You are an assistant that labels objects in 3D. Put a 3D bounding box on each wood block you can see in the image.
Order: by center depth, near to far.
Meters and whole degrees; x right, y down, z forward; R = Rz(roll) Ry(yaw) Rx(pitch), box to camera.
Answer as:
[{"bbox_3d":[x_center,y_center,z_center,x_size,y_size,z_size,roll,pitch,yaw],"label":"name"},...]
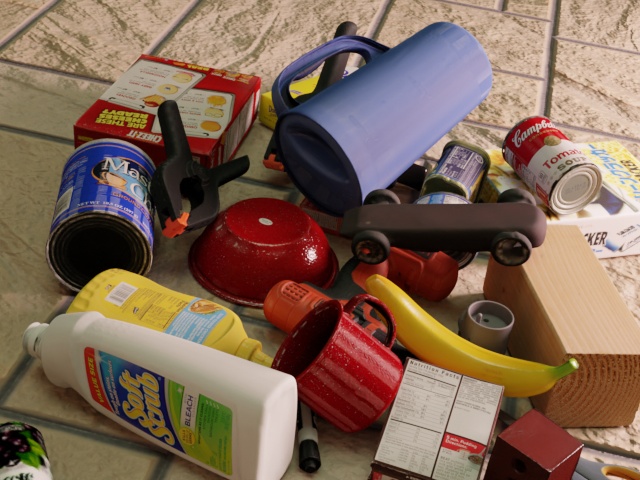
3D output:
[{"bbox_3d":[0.234,0.077,1.035,0.090,0.090,0.206,1,34,-11],"label":"wood block"}]

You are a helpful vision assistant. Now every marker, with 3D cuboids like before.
[{"bbox_3d":[-0.012,0.156,0.933,0.020,0.020,0.121,3,34,-7],"label":"marker"}]

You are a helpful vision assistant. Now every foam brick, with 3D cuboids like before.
[{"bbox_3d":[0.170,0.189,0.869,0.051,0.078,0.053,-23,45,-40],"label":"foam brick"}]

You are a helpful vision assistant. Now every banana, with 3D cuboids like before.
[{"bbox_3d":[0.125,0.093,0.947,0.198,0.070,0.037,22,24,11],"label":"banana"}]

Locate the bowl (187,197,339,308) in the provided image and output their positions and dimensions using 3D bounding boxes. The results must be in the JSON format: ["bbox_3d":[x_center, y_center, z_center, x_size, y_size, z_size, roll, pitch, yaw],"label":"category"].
[{"bbox_3d":[-0.057,0.001,1.120,0.162,0.055,0.162,5,34,-3],"label":"bowl"}]

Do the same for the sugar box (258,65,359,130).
[{"bbox_3d":[0.013,-0.181,1.411,0.093,0.048,0.175,31,42,31],"label":"sugar box"}]

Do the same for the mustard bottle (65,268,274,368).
[{"bbox_3d":[-0.130,0.088,0.975,0.192,0.058,0.096,18,32,15],"label":"mustard bottle"}]

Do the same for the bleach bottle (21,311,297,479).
[{"bbox_3d":[-0.144,0.125,0.900,0.251,0.103,0.068,16,27,23],"label":"bleach bottle"}]

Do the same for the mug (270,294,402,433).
[{"bbox_3d":[0.022,0.102,0.919,0.117,0.081,0.093,-56,18,-15],"label":"mug"}]

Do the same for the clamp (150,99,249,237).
[{"bbox_3d":[-0.127,-0.063,1.123,0.120,0.039,0.171,25,45,-25],"label":"clamp"}]

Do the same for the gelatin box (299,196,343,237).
[{"bbox_3d":[0.024,-0.041,1.220,0.073,0.030,0.089,17,35,13],"label":"gelatin box"}]

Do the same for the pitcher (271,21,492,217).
[{"bbox_3d":[0.070,-0.150,1.178,0.242,0.149,0.145,-39,47,-26],"label":"pitcher"}]

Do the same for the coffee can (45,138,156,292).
[{"bbox_3d":[-0.219,-0.025,1.084,0.102,0.103,0.140,3,34,-7],"label":"coffee can"}]

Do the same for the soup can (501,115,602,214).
[{"bbox_3d":[0.254,-0.083,1.174,0.068,0.068,0.102,-8,40,-22],"label":"soup can"}]

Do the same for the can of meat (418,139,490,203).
[{"bbox_3d":[0.143,-0.048,1.191,0.057,0.102,0.083,23,39,12],"label":"can of meat"}]

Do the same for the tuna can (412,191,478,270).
[{"bbox_3d":[0.131,-0.007,1.142,0.086,0.086,0.033,13,36,8],"label":"tuna can"}]

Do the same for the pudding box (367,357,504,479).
[{"bbox_3d":[0.099,0.162,0.902,0.090,0.039,0.113,16,51,12],"label":"pudding box"}]

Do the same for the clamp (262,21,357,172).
[{"bbox_3d":[0.007,-0.144,1.312,0.036,0.164,0.209,13,54,39],"label":"clamp"}]

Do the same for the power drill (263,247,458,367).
[{"bbox_3d":[0.063,0.065,1.046,0.184,0.057,0.187,30,38,18],"label":"power drill"}]

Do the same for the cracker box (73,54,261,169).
[{"bbox_3d":[-0.180,-0.142,1.294,0.164,0.072,0.213,12,35,8],"label":"cracker box"}]
